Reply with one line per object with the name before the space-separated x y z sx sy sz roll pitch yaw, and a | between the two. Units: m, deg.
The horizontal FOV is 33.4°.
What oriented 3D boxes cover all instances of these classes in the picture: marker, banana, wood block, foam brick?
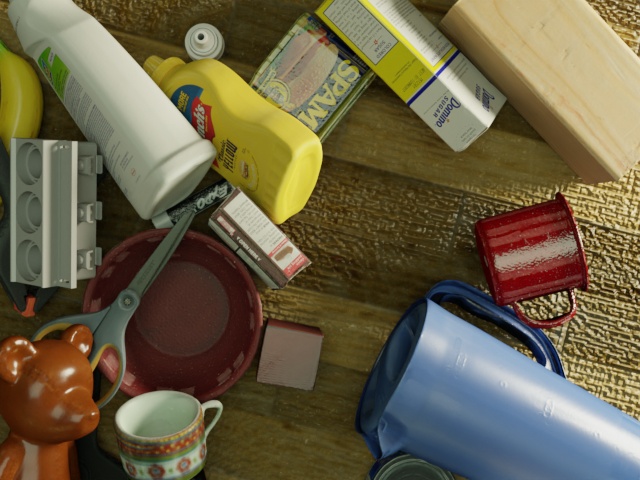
marker | -0.099 -0.043 0.982 0.121 0.020 0.020 -29 92 0
banana | -0.295 -0.084 0.971 0.070 0.037 0.198 18 90 16
wood block | 0.212 -0.155 0.950 0.090 0.091 0.206 -44 92 -1
foam brick | -0.028 0.102 0.960 0.053 0.078 0.051 11 90 -2

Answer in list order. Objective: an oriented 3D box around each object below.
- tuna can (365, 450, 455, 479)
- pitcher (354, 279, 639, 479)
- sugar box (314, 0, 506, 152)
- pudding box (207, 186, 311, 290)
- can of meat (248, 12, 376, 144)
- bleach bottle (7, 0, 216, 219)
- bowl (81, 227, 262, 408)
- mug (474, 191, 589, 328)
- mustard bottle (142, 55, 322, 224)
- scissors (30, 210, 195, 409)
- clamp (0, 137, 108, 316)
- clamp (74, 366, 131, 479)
tuna can | 0.085 0.235 0.988 0.086 0.034 0.086 0 92 -1
pitcher | 0.166 0.151 0.949 0.242 0.145 0.149 27 103 -6
sugar box | 0.083 -0.162 0.944 0.176 0.093 0.048 47 120 -3
pudding box | -0.056 0.001 0.938 0.090 0.113 0.039 45 85 -3
can of meat | -0.010 -0.141 0.963 0.084 0.057 0.102 39 90 1
bleach bottle | -0.196 -0.143 0.930 0.068 0.103 0.251 -34 83 -31
bowl | -0.130 0.066 0.963 0.162 0.055 0.162 0 96 3
mug | 0.189 0.022 0.954 0.081 0.093 0.117 -15 76 4
mustard bottle | -0.086 -0.104 0.939 0.192 0.096 0.058 40 54 20
scissors | -0.188 0.052 0.926 0.096 0.016 0.202 21 97 -3
clamp | -0.245 -0.018 0.963 0.120 0.039 0.171 -2 105 -24
clamp | -0.223 0.202 0.966 0.164 0.036 0.210 -39 106 -21
